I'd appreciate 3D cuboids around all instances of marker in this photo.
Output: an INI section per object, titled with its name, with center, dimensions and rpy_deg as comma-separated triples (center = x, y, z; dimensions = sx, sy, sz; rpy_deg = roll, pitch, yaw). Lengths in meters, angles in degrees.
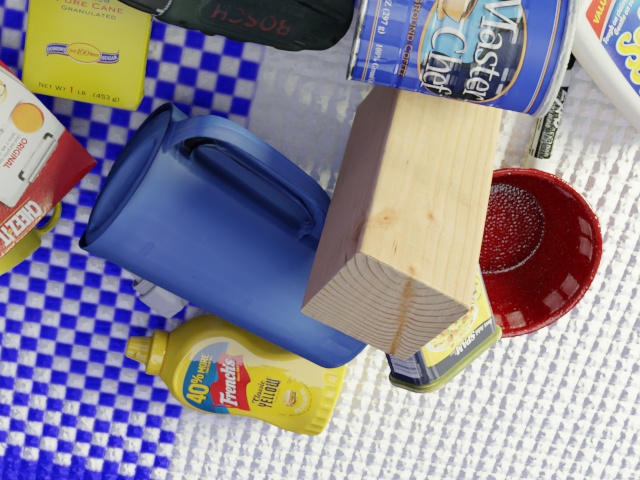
[marker]
center = 0.190, -0.111, 0.873
dimensions = 0.020, 0.020, 0.121
rpy_deg = 6, 117, -6

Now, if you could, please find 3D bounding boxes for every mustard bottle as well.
[mustard bottle]
center = -0.079, 0.114, 0.956
dimensions = 0.191, 0.058, 0.096
rpy_deg = 13, 121, -9

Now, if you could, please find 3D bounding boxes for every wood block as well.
[wood block]
center = 0.064, -0.031, 0.783
dimensions = 0.090, 0.206, 0.091
rpy_deg = 27, 141, -14

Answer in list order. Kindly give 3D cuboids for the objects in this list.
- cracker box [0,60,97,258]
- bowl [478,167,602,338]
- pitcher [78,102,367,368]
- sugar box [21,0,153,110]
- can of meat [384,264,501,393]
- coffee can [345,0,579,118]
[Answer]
[cracker box]
center = -0.300, -0.076, 0.781
dimensions = 0.213, 0.072, 0.164
rpy_deg = 48, 62, -15
[bowl]
center = 0.153, 0.002, 0.909
dimensions = 0.162, 0.055, 0.162
rpy_deg = -1, 117, -2
[pitcher]
center = -0.056, 0.001, 0.857
dimensions = 0.242, 0.149, 0.145
rpy_deg = 32, 92, -21
[sugar box]
center = -0.168, -0.192, 0.800
dimensions = 0.093, 0.048, 0.176
rpy_deg = 9, 118, -7
[can of meat]
center = 0.090, 0.058, 0.852
dimensions = 0.101, 0.058, 0.084
rpy_deg = -34, 118, -31
[coffee can]
center = 0.096, -0.148, 0.740
dimensions = 0.140, 0.102, 0.103
rpy_deg = 11, 116, -1
